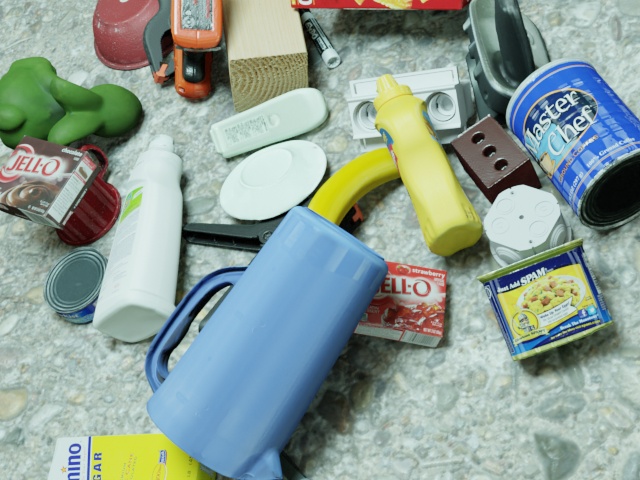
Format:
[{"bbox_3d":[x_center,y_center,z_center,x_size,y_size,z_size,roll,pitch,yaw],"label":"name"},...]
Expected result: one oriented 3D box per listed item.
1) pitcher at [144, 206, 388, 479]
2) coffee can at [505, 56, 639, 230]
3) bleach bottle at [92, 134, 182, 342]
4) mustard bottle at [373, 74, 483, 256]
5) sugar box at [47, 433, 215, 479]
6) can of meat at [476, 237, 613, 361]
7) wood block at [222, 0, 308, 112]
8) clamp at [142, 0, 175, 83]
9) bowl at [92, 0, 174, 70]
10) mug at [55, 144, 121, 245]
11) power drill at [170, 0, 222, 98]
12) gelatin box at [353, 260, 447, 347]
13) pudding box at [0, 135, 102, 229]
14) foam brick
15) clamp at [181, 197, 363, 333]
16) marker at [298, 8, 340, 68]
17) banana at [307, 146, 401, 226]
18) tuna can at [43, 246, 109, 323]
[{"bbox_3d":[-0.052,0.088,0.995,0.243,0.149,0.145,-57,15,3],"label":"pitcher"},{"bbox_3d":[0.258,-0.095,1.031,0.103,0.102,0.140,-31,52,4],"label":"coffee can"},{"bbox_3d":[-0.192,-0.016,1.207,0.103,0.068,0.250,-30,44,43],"label":"bleach bottle"},{"bbox_3d":[0.100,-0.083,1.070,0.058,0.096,0.192,-24,72,8],"label":"mustard bottle"},{"bbox_3d":[-0.192,0.243,1.067,0.176,0.048,0.093,-6,58,20],"label":"sugar box"},{"bbox_3d":[0.206,0.054,0.973,0.102,0.057,0.084,-22,83,12],"label":"can of meat"},{"bbox_3d":[-0.073,-0.263,1.287,0.090,0.090,0.206,-8,55,-4],"label":"wood block"},{"bbox_3d":[-0.171,-0.280,1.376,0.120,0.039,0.171,10,77,-5],"label":"clamp"},{"bbox_3d":[-0.248,-0.309,1.433,0.162,0.055,0.162,-12,56,19],"label":"bowl"},{"bbox_3d":[-0.294,-0.063,1.284,0.093,0.081,0.117,16,68,32],"label":"mug"},{"bbox_3d":[-0.148,-0.273,1.264,0.057,0.188,0.184,-1,86,-7],"label":"power drill"},{"bbox_3d":[0.076,0.059,1.041,0.089,0.030,0.073,11,60,-5],"label":"gelatin box"},{"bbox_3d":[-0.318,-0.067,1.219,0.114,0.039,0.090,16,68,32],"label":"pudding box"},{"bbox_3d":[0.178,-0.078,1.090,0.053,0.051,0.078,-35,52,2],"label":"foam brick"},{"bbox_3d":[-0.058,0.001,1.161,0.210,0.036,0.165,-29,46,2],"label":"clamp"},{"bbox_3d":[-0.006,-0.255,1.308,0.020,0.020,0.121,-31,53,5],"label":"marker"},{"bbox_3d":[0.037,-0.050,1.108,0.197,0.037,0.070,-36,43,-29],"label":"banana"},{"bbox_3d":[-0.275,0.052,1.233,0.086,0.033,0.086,-12,56,18],"label":"tuna can"}]
